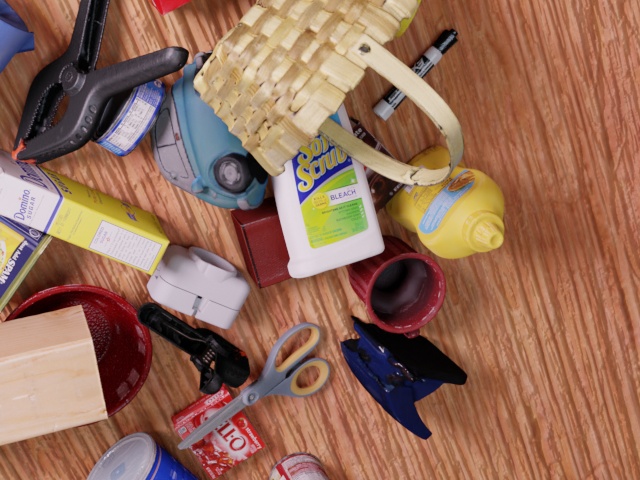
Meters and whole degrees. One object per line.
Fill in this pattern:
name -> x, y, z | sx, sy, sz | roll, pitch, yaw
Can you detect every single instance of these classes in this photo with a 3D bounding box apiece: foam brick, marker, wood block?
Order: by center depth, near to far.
wood block -> -0.316, 0.139, 1.011 | 0.205, 0.091, 0.090 | -12, 110, -15
foam brick -> -0.057, 0.001, 1.133 | 0.051, 0.053, 0.078 | -20, 116, -11
marker -> 0.103, -0.178, 1.138 | 0.020, 0.020, 0.121 | 41, 93, -26

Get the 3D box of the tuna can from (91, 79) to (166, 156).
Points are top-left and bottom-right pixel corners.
tuna can -> -0.185, -0.124, 1.025 | 0.033, 0.086, 0.086 | 31, 98, -27

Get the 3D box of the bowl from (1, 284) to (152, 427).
bowl -> -0.258, 0.111, 1.105 | 0.162, 0.055, 0.162 | -6, 111, -16

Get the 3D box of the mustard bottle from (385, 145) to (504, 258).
mustard bottle -> 0.138, -0.032, 1.108 | 0.058, 0.192, 0.096 | 39, 94, -26

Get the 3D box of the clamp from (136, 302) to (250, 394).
clamp -> -0.113, 0.125, 1.113 | 0.039, 0.120, 0.171 | -43, 150, 9

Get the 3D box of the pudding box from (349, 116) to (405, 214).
pudding box -> 0.027, -0.062, 1.145 | 0.113, 0.039, 0.090 | -47, 115, 2

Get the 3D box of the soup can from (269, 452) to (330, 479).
soup can -> -0.014, 0.299, 1.230 | 0.068, 0.102, 0.068 | -6, 111, -17

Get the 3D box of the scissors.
scissors -> -0.063, 0.179, 1.195 | 0.201, 0.016, 0.096 | -48, 125, -11

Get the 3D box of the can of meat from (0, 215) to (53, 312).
can of meat -> -0.323, 0.014, 1.037 | 0.084, 0.057, 0.102 | 35, 93, -11

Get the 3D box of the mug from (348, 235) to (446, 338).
mug -> 0.084, 0.054, 1.183 | 0.093, 0.081, 0.117 | -25, 115, -8

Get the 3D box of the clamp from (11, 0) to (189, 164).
clamp -> -0.223, -0.159, 0.998 | 0.210, 0.165, 0.036 | -42, 150, 22

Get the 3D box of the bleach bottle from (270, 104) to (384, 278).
bleach bottle -> -0.016, -0.095, 1.075 | 0.102, 0.068, 0.251 | -18, 93, -14

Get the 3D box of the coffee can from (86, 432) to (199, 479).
coffee can -> -0.177, 0.293, 1.173 | 0.103, 0.103, 0.140 | -42, 117, 0

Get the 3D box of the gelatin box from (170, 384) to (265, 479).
gelatin box -> -0.115, 0.216, 1.205 | 0.073, 0.030, 0.089 | -32, 116, -5

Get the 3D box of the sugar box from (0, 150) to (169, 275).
sugar box -> -0.240, -0.029, 1.038 | 0.176, 0.093, 0.048 | 26, 98, -25
